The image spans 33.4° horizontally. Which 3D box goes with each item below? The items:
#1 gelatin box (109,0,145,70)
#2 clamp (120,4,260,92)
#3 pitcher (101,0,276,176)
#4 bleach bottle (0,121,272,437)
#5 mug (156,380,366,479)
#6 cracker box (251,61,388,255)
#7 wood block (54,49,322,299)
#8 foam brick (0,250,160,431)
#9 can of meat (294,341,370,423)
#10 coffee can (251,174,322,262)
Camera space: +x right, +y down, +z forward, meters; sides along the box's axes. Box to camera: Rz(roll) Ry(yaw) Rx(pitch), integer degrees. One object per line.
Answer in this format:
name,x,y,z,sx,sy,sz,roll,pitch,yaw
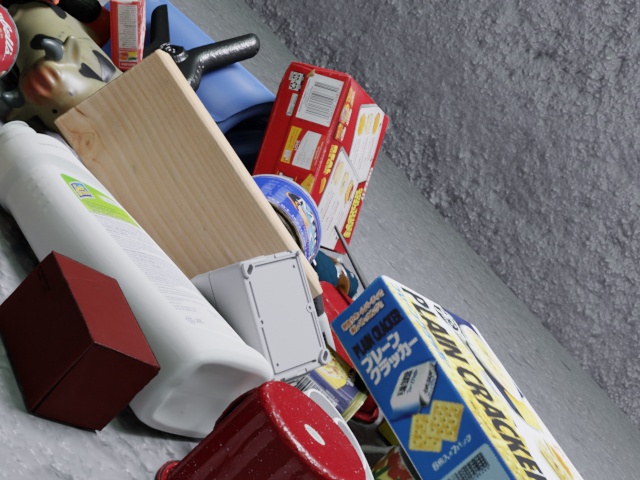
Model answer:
gelatin box,-0.179,-0.212,1.002,0.030,0.073,0.089,2,39,-7
clamp,-0.152,-0.179,1.048,0.120,0.039,0.171,23,42,23
pitcher,-0.141,-0.159,1.150,0.243,0.144,0.149,48,-30,28
bleach bottle,-0.138,0.012,0.690,0.251,0.068,0.102,48,8,29
mug,-0.032,0.127,0.599,0.093,0.081,0.117,39,12,-29
cracker box,-0.002,-0.078,1.100,0.072,0.164,0.213,18,0,14
wood block,-0.094,-0.028,0.790,0.206,0.091,0.090,56,2,-8
foam brick,-0.131,0.054,0.575,0.051,0.053,0.078,33,17,-47
can of meat,-0.011,0.108,0.817,0.084,0.057,0.102,44,10,5
coffee can,-0.056,0.001,0.920,0.103,0.103,0.140,45,11,-3
